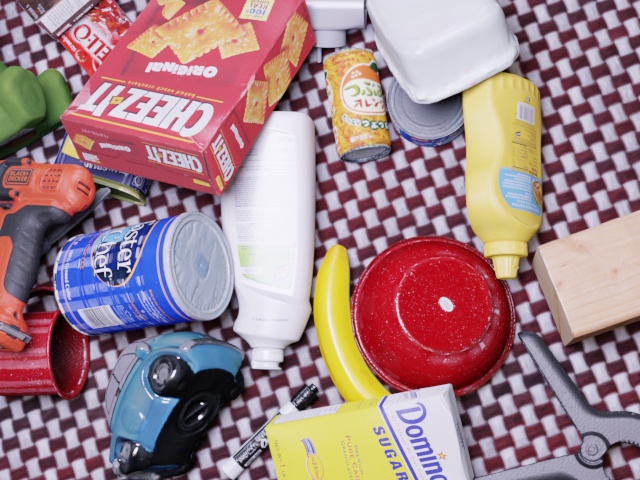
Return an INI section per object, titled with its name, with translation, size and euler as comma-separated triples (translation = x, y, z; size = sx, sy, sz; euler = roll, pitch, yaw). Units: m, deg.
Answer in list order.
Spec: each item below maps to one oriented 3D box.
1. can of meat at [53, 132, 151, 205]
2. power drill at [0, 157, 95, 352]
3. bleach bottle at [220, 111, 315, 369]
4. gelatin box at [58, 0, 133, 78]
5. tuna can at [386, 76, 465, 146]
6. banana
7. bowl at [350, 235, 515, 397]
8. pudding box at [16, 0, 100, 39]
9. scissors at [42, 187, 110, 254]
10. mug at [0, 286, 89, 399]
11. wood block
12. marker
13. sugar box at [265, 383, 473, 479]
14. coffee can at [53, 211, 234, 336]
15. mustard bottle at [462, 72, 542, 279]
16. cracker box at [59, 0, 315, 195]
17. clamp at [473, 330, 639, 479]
[can of meat]
translation = -0.216, -0.092, 1.099
size = 0.102, 0.057, 0.084
euler = 17, 80, 10
[power drill]
translation = -0.315, 0.008, 1.026
size = 0.185, 0.057, 0.187
euler = 2, 69, 35
[bleach bottle]
translation = -0.057, 0.001, 1.057
size = 0.103, 0.068, 0.251
euler = 0, 82, 11
[gelatin box]
translation = -0.229, -0.211, 1.136
size = 0.073, 0.030, 0.089
euler = -40, 76, 0
[tuna can]
translation = 0.110, -0.138, 1.072
size = 0.086, 0.033, 0.086
euler = -2, 79, 8
[banana]
translation = 0.033, 0.102, 1.039
size = 0.069, 0.037, 0.198
euler = -23, 78, -16
[bowl]
translation = 0.111, 0.066, 1.006
size = 0.162, 0.055, 0.162
euler = 1, 75, -4
[pudding box]
translation = -0.282, -0.277, 1.135
size = 0.090, 0.039, 0.114
euler = -42, 57, -1
[scissors]
translation = -0.303, -0.003, 1.093
size = 0.096, 0.016, 0.202
euler = 43, 101, 21
[mug]
translation = -0.284, 0.101, 1.058
size = 0.081, 0.093, 0.117
euler = -4, 69, 12
[wood block]
translation = 0.311, 0.019, 0.985
size = 0.206, 0.091, 0.090
euler = -20, 77, 4
[marker]
translation = -0.048, 0.185, 1.041
size = 0.121, 0.020, 0.020
euler = -44, 77, -2
[sugar box]
translation = 0.045, 0.196, 0.990
size = 0.176, 0.048, 0.093
euler = -13, 94, 18
[coffee can]
translation = -0.168, 0.034, 1.021
size = 0.141, 0.102, 0.103
euler = -10, 77, 29
[mustard bottle]
translation = 0.176, -0.058, 1.018
size = 0.058, 0.096, 0.191
euler = -8, 77, 39
[cracker box]
translation = -0.124, -0.158, 1.036
size = 0.164, 0.072, 0.213
euler = 14, 56, 24
[clamp]
translation = 0.242, 0.201, 0.988
size = 0.210, 0.036, 0.164
euler = 28, 87, 15
